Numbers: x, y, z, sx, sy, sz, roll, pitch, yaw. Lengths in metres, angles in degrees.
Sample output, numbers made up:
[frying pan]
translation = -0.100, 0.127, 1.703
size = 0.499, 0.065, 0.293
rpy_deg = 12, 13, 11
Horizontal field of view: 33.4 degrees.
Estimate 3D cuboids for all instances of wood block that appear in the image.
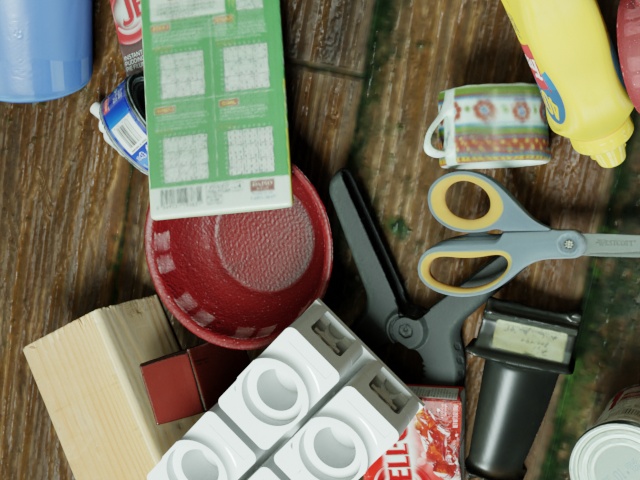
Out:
[wood block]
translation = -0.153, 0.161, 0.891
size = 0.091, 0.090, 0.206
rpy_deg = -26, 84, 27

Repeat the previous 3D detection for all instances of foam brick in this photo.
[foam brick]
translation = -0.098, 0.111, 0.863
size = 0.051, 0.078, 0.053
rpy_deg = -20, 85, 28

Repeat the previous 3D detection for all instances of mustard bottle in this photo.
[mustard bottle]
translation = 0.151, -0.122, 0.658
size = 0.058, 0.096, 0.191
rpy_deg = -25, 123, 11

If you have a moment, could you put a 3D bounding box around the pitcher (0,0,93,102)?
[pitcher]
translation = -0.251, -0.237, 0.836
size = 0.149, 0.144, 0.243
rpy_deg = 19, 123, 26

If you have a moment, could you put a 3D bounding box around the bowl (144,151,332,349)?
[bowl]
translation = -0.055, 0.001, 0.835
size = 0.162, 0.055, 0.162
rpy_deg = 3, 99, 23

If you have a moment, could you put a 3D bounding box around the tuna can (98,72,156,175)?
[tuna can]
translation = -0.132, -0.091, 0.850
size = 0.034, 0.086, 0.086
rpy_deg = -39, 79, 24

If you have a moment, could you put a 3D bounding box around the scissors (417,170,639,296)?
[scissors]
translation = 0.155, -0.015, 0.711
size = 0.202, 0.016, 0.096
rpy_deg = -15, 88, 26

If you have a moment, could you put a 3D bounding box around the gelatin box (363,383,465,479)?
[gelatin box]
translation = 0.068, 0.150, 0.779
size = 0.073, 0.030, 0.089
rpy_deg = 2, 107, 13

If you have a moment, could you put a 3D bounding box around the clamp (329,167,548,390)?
[clamp]
translation = 0.077, 0.059, 0.788
size = 0.165, 0.036, 0.210
rpy_deg = 9, 104, 20

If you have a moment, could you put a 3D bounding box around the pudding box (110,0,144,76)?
[pudding box]
translation = -0.114, -0.188, 0.854
size = 0.114, 0.039, 0.090
rpy_deg = -14, 89, 28
